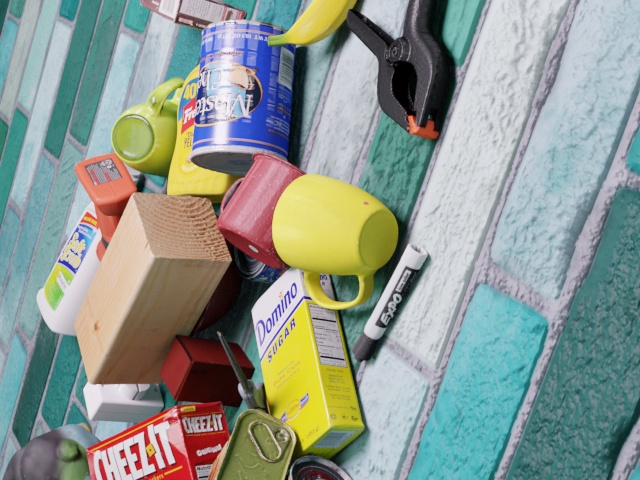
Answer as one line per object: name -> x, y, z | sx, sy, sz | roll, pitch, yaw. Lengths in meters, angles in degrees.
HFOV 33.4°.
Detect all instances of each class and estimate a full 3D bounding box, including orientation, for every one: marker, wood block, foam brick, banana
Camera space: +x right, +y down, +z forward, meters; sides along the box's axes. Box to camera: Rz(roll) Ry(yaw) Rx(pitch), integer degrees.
marker -> 0.059, 0.057, 0.938 | 0.121, 0.020, 0.020 | -63, 37, 23
wood block -> -0.182, 0.055, 1.126 | 0.206, 0.090, 0.091 | -57, 43, 37
foam brick -> -0.120, 0.138, 1.129 | 0.051, 0.078, 0.053 | 47, 117, 51
banana -> 0.014, -0.273, 1.058 | 0.037, 0.069, 0.198 | -51, -15, -84

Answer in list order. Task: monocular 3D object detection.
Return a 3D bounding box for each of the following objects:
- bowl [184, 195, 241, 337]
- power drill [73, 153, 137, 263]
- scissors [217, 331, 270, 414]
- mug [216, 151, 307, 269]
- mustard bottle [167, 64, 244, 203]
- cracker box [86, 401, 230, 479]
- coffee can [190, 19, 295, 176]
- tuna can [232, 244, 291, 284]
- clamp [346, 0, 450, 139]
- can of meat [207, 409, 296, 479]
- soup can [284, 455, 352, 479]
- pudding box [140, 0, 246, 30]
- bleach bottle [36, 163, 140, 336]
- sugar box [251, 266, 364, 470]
bowl -> -0.131, 0.032, 1.186 | 0.162, 0.055, 0.162 | -10, 78, 58
power drill -> -0.242, 0.003, 1.298 | 0.185, 0.057, 0.188 | 50, 151, 45
scissors -> -0.066, 0.134, 1.005 | 0.096, 0.016, 0.202 | -100, -6, -57
mug -> -0.055, -0.029, 1.036 | 0.117, 0.093, 0.081 | 21, 74, 42
mustard bottle -> -0.124, -0.140, 1.224 | 0.096, 0.058, 0.191 | -2, 78, 41
cracker box -> -0.153, 0.291, 1.089 | 0.164, 0.071, 0.214 | -29, 68, 37
coffee can -> -0.080, -0.147, 1.124 | 0.103, 0.102, 0.140 | -10, 73, 55
tuna can -> -0.057, 0.001, 1.112 | 0.086, 0.033, 0.086 | -21, 65, 52
clamp -> 0.071, -0.167, 0.963 | 0.120, 0.039, 0.171 | -25, 62, 53
can of meat -> -0.070, 0.216, 0.949 | 0.102, 0.057, 0.084 | -71, 8, -47
soup can -> -0.018, 0.252, 0.956 | 0.102, 0.068, 0.068 | -59, 39, 29
pudding box -> -0.155, -0.280, 1.282 | 0.114, 0.089, 0.039 | 39, 115, 52
bleach bottle -> -0.310, 0.005, 1.461 | 0.251, 0.068, 0.103 | -62, 38, 20
sugar box -> -0.016, 0.118, 1.009 | 0.093, 0.048, 0.176 | -47, 47, 40
